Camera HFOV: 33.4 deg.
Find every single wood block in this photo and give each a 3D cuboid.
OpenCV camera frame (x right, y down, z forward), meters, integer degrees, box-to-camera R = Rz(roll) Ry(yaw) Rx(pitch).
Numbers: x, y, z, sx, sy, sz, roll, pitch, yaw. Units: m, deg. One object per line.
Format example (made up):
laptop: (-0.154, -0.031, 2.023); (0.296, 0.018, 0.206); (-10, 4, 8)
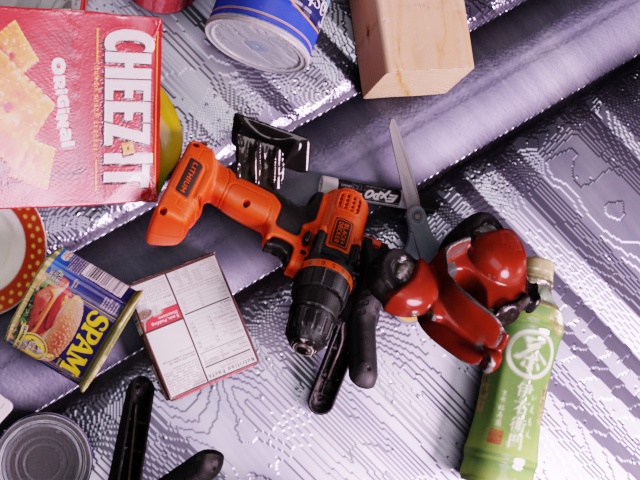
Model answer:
wood block: (0.079, -0.252, 1.039); (0.090, 0.091, 0.206); (-6, 83, -13)

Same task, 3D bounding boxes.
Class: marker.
marker: (0.058, -0.044, 1.038); (0.121, 0.020, 0.020); (9, 79, -11)

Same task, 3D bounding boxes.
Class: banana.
banana: (-0.185, -0.137, 0.986); (0.069, 0.037, 0.198); (-37, 91, -18)

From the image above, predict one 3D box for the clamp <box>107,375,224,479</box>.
clamp: (-0.169, 0.225, 0.906); (0.036, 0.165, 0.210); (28, 97, -34)

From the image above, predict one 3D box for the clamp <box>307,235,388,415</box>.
clamp: (0.036, 0.072, 0.966); (0.039, 0.120, 0.171); (20, 72, -20)

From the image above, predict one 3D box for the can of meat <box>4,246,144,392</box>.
can of meat: (-0.214, 0.066, 0.920); (0.084, 0.057, 0.102); (32, 115, -4)

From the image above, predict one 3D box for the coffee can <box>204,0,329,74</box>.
coffee can: (-0.038, -0.242, 1.004); (0.102, 0.103, 0.140); (21, 77, -9)

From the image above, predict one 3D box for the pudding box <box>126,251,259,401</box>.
pudding box: (-0.117, 0.078, 0.968); (0.090, 0.039, 0.113); (-21, 88, -17)

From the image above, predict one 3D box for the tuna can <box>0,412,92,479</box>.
tuna can: (-0.240, 0.192, 0.923); (0.086, 0.034, 0.086); (2, 81, -13)

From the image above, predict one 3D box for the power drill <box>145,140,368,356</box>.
power drill: (-0.056, 0.001, 0.954); (0.187, 0.057, 0.184); (24, 47, -7)

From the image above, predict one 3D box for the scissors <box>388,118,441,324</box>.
scissors: (0.079, -0.007, 1.024); (0.096, 0.016, 0.202); (-31, 98, -10)

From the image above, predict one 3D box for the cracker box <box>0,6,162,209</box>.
cracker box: (-0.239, -0.110, 0.883); (0.213, 0.072, 0.164); (-4, 102, -35)
